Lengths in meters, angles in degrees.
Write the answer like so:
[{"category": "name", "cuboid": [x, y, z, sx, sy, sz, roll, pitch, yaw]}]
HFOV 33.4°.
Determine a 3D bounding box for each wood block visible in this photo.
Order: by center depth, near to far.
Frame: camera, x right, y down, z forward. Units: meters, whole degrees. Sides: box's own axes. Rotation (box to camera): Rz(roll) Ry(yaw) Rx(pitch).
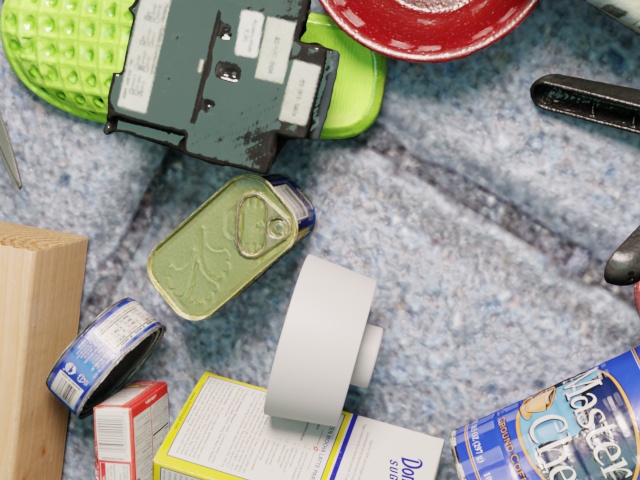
[{"category": "wood block", "cuboid": [-0.231, 0.095, 0.752, 0.091, 0.090, 0.206, 9, 98, 10]}]

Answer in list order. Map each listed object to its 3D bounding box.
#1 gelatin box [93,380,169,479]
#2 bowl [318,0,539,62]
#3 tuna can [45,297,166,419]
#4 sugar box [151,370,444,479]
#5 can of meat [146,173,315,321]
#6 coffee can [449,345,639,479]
[{"category": "gelatin box", "cuboid": [-0.130, 0.150, 0.745, 0.030, 0.073, 0.089, 0, 97, 12]}, {"category": "bowl", "cuboid": [0.071, -0.193, 0.678, 0.162, 0.055, 0.162, 1, 96, 11]}, {"category": "tuna can", "cuboid": [-0.148, 0.080, 0.735, 0.034, 0.086, 0.086, 41, 102, 6]}, {"category": "sugar box", "cuboid": [-0.013, 0.152, 0.710, 0.176, 0.093, 0.048, 17, 129, 9]}, {"category": "can of meat", "cuboid": [-0.055, 0.001, 0.709, 0.102, 0.084, 0.057, -41, 87, 12]}, {"category": "coffee can", "cuboid": [0.167, 0.137, 0.669, 0.140, 0.102, 0.103, -27, 90, 13]}]
